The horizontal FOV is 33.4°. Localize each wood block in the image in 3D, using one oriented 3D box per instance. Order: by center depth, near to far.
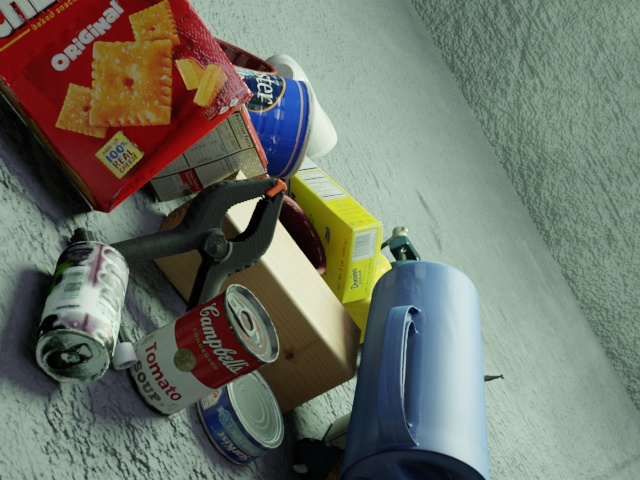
[{"bbox_3d":[-0.058,0.050,1.008,0.206,0.091,0.090,54,21,-19],"label":"wood block"}]

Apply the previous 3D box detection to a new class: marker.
[{"bbox_3d":[-0.172,0.044,0.839,0.020,0.020,0.121,19,44,-62],"label":"marker"}]

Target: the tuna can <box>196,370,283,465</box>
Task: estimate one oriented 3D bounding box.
[{"bbox_3d":[-0.069,0.148,0.923,0.086,0.034,0.086,50,21,-28],"label":"tuna can"}]

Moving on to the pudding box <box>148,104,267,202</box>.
[{"bbox_3d":[-0.115,-0.088,0.998,0.090,0.113,0.039,69,5,-49],"label":"pudding box"}]

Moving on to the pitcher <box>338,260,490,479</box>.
[{"bbox_3d":[0.090,0.130,0.990,0.145,0.149,0.242,24,44,-15],"label":"pitcher"}]

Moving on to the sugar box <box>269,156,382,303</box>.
[{"bbox_3d":[-0.001,-0.017,1.163,0.048,0.093,0.176,-12,35,-31],"label":"sugar box"}]

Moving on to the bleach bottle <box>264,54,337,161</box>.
[{"bbox_3d":[-0.031,-0.166,1.319,0.102,0.068,0.251,57,0,6],"label":"bleach bottle"}]

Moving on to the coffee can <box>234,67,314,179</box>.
[{"bbox_3d":[-0.089,-0.123,1.072,0.140,0.103,0.103,9,43,-21],"label":"coffee can"}]

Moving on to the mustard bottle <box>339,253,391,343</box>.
[{"bbox_3d":[0.035,0.054,1.232,0.191,0.096,0.058,-73,145,-66],"label":"mustard bottle"}]

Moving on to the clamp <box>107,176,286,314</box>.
[{"bbox_3d":[-0.103,0.001,0.898,0.120,0.171,0.039,44,-13,-31],"label":"clamp"}]

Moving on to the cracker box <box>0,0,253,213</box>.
[{"bbox_3d":[-0.182,-0.155,0.875,0.213,0.164,0.072,55,-16,-17],"label":"cracker box"}]

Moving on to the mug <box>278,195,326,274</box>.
[{"bbox_3d":[-0.057,0.001,1.095,0.093,0.082,0.117,19,44,-62],"label":"mug"}]

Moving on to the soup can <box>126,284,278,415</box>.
[{"bbox_3d":[-0.093,0.087,0.843,0.068,0.102,0.068,50,21,-28],"label":"soup can"}]
